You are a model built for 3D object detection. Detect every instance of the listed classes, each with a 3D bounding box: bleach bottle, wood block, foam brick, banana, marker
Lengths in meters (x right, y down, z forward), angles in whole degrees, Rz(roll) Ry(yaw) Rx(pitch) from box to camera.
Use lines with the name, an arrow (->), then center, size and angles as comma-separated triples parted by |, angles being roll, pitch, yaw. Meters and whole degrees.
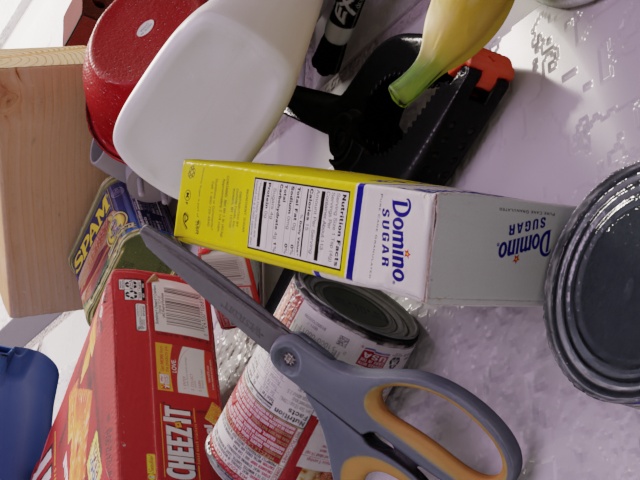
bleach bottle -> -0.039, -0.117, 0.622 | 0.103, 0.068, 0.250 | -51, 10, 26
wood block -> -0.226, -0.051, 0.887 | 0.090, 0.090, 0.206 | -141, 48, -60
foam brick -> -0.204, -0.204, 1.031 | 0.051, 0.078, 0.053 | -47, 38, 37
banana -> 0.064, -0.136, 0.516 | 0.070, 0.037, 0.197 | -20, 31, 21
marker -> 0.018, -0.144, 0.624 | 0.121, 0.020, 0.020 | 114, 157, -46

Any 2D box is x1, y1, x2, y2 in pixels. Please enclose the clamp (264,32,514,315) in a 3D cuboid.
clamp -> 0.021, -0.057, 0.576 | 0.210, 0.036, 0.164 | -40, 47, 46

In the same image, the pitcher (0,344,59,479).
pitcher -> -0.267, 0.204, 0.776 | 0.145, 0.149, 0.243 | -10, 59, 11

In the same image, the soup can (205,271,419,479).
soup can -> -0.004, 0.071, 0.517 | 0.102, 0.068, 0.068 | -62, 29, 16

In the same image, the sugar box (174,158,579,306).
sugar box -> 0.021, -0.006, 0.458 | 0.177, 0.093, 0.048 | 8, 93, 52

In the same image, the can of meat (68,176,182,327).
can of meat -> -0.151, 0.013, 0.829 | 0.102, 0.057, 0.084 | -60, 33, 22

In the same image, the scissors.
scissors -> -0.008, 0.070, 0.468 | 0.202, 0.016, 0.096 | 23, 115, 27

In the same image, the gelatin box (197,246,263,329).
gelatin box -> -0.054, 0.001, 0.642 | 0.089, 0.030, 0.073 | 82, -177, -56

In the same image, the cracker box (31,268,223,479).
cracker box -> -0.126, 0.148, 0.659 | 0.164, 0.072, 0.214 | -103, 33, -45

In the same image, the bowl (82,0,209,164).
bowl -> -0.111, -0.133, 0.757 | 0.162, 0.055, 0.162 | -11, 60, 19
